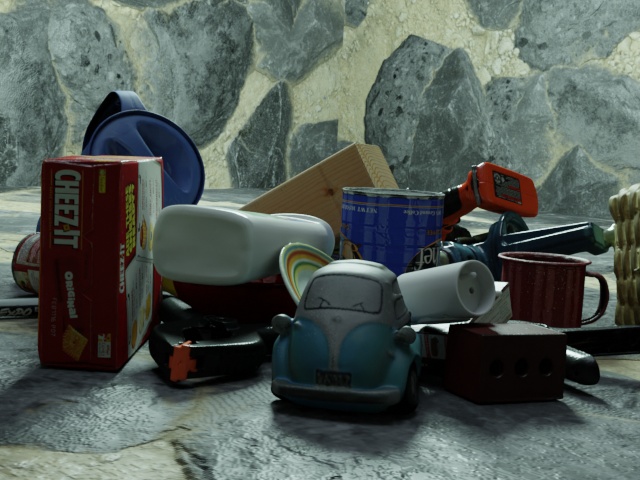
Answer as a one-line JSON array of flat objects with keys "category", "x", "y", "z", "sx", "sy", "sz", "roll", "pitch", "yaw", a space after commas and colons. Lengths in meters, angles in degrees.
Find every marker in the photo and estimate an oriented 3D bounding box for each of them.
[{"category": "marker", "x": -0.298, "y": 0.064, "z": 1.028, "sx": 0.120, "sy": 0.020, "sz": 0.020, "roll": 0, "pitch": 6, "yaw": -28}]

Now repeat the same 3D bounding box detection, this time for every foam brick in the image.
[{"category": "foam brick", "x": 0.141, "y": 0.093, "z": 0.820, "sx": 0.078, "sy": 0.053, "sz": 0.051, "roll": 0, "pitch": 6, "yaw": -23}]

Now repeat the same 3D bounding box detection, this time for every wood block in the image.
[{"category": "wood block", "x": -0.011, "y": -0.029, "z": 1.301, "sx": 0.206, "sy": 0.091, "sz": 0.090, "roll": -28, "pitch": -9, "yaw": 21}]

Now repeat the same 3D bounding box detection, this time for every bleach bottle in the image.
[{"category": "bleach bottle", "x": -0.057, "y": 0.001, "z": 1.028, "sx": 0.103, "sy": 0.068, "sz": 0.250, "roll": 6, "pitch": 4, "yaw": 20}]

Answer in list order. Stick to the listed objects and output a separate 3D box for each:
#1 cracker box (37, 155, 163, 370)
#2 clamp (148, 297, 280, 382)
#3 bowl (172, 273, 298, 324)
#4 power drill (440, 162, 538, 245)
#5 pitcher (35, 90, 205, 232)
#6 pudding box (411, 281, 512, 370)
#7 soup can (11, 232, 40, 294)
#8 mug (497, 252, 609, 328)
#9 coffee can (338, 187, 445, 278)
[{"category": "cracker box", "x": -0.185, "y": 0.009, "z": 0.921, "sx": 0.072, "sy": 0.164, "sz": 0.213, "roll": 2, "pitch": 5, "yaw": 1}, {"category": "clamp", "x": -0.074, "y": 0.083, "z": 0.884, "sx": 0.164, "sy": 0.036, "sz": 0.210, "roll": 7, "pitch": 6, "yaw": 4}, {"category": "bowl", "x": -0.074, "y": 0.056, "z": 1.053, "sx": 0.162, "sy": 0.055, "sz": 0.162, "roll": 3, "pitch": 6, "yaw": -1}, {"category": "power drill", "x": 0.178, "y": -0.031, "z": 1.348, "sx": 0.184, "sy": 0.057, "sz": 0.188, "roll": 12, "pitch": -26, "yaw": -41}, {"category": "pitcher", "x": -0.242, "y": -0.050, "z": 1.225, "sx": 0.145, "sy": 0.149, "sz": 0.243, "roll": 39, "pitch": -36, "yaw": -14}, {"category": "pudding box", "x": 0.103, "y": 0.070, "z": 0.920, "sx": 0.090, "sy": 0.039, "sz": 0.113, "roll": 1, "pitch": 24, "yaw": 33}, {"category": "soup can", "x": -0.273, "y": 0.030, "z": 1.147, "sx": 0.102, "sy": 0.068, "sz": 0.068, "roll": 8, "pitch": 7, "yaw": 34}, {"category": "mug", "x": 0.235, "y": 0.058, "z": 1.079, "sx": 0.117, "sy": 0.081, "sz": 0.093, "roll": 2, "pitch": 6, "yaw": -11}, {"category": "coffee can", "x": 0.068, "y": 0.021, "z": 1.059, "sx": 0.103, "sy": 0.140, "sz": 0.103, "roll": 3, "pitch": 6, "yaw": -1}]
